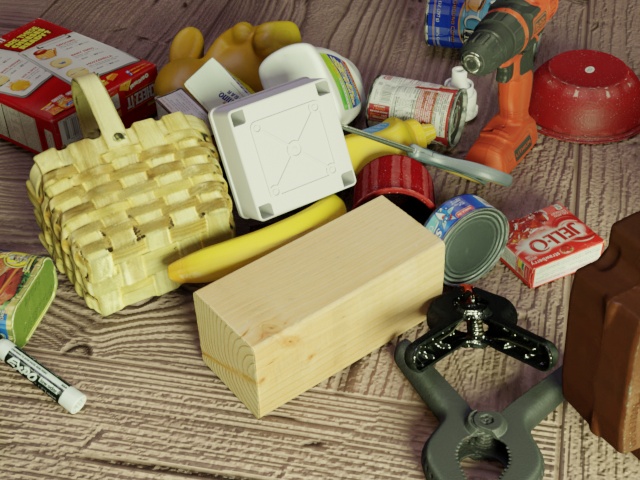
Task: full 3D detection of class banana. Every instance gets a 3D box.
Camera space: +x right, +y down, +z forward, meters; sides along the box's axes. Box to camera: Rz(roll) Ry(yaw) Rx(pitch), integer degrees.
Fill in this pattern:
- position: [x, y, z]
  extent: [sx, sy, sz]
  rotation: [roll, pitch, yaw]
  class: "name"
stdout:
- position: [-0.043, 0.000, 0.978]
  extent: [0.197, 0.037, 0.070]
  rotation: [-25, 15, -31]
  class: "banana"

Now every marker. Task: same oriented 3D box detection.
- position: [-0.254, 0.109, 0.923]
  extent: [0.121, 0.020, 0.020]
  rotation: [33, 48, 15]
  class: "marker"

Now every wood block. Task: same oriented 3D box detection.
- position: [0.003, 0.055, 0.940]
  extent: [0.205, 0.090, 0.091]
  rotation: [-28, 48, -26]
  class: "wood block"

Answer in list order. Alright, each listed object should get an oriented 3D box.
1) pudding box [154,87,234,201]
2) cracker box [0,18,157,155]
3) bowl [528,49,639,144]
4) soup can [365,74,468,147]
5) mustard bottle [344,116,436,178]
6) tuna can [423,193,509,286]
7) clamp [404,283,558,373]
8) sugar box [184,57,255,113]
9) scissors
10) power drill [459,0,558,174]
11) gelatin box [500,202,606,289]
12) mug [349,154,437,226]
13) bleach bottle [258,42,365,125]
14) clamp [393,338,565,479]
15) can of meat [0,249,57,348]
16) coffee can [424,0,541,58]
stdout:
- position: [-0.134, -0.099, 1.147]
  extent: [0.039, 0.090, 0.114]
  rotation: [-24, 43, -24]
  class: "pudding box"
- position: [-0.323, -0.180, 1.276]
  extent: [0.214, 0.072, 0.164]
  rotation: [24, 45, 30]
  class: "cracker box"
- position: [0.311, -0.178, 1.252]
  extent: [0.162, 0.055, 0.162]
  rotation: [-2, 39, 1]
  class: "bowl"
- position: [0.109, -0.148, 1.213]
  extent: [0.102, 0.068, 0.068]
  rotation: [13, 41, 19]
  class: "soup can"
- position: [0.041, -0.090, 1.136]
  extent: [0.191, 0.058, 0.096]
  rotation: [-21, 2, -23]
  class: "mustard bottle"
- position: [0.135, -0.001, 1.012]
  extent: [0.086, 0.086, 0.034]
  rotation: [-22, 41, -23]
  class: "tuna can"
- position: [0.141, 0.075, 0.908]
  extent: [0.120, 0.039, 0.171]
  rotation: [7, 19, 11]
  class: "clamp"
- position: [-0.078, -0.131, 1.111]
  extent: [0.048, 0.176, 0.093]
  rotation: [-42, 86, 2]
  class: "sugar box"
- position: [0.116, -0.083, 1.074]
  extent: [0.201, 0.016, 0.096]
  rotation: [15, 2, -45]
  class: "scissors"
- position: [0.194, -0.163, 1.133]
  extent: [0.057, 0.188, 0.184]
  rotation: [22, 43, 25]
  class: "power drill"
- position: [0.221, 0.004, 1.046]
  extent: [0.089, 0.030, 0.073]
  rotation: [-19, 42, -20]
  class: "gelatin box"
- position: [0.083, -0.027, 1.057]
  extent: [0.117, 0.093, 0.081]
  rotation: [26, 31, -14]
  class: "mug"
- position: [0.004, -0.174, 1.187]
  extent: [0.068, 0.102, 0.250]
  rotation: [-22, 8, 16]
  class: "bleach bottle"
- position: [0.142, 0.153, 0.857]
  extent: [0.164, 0.036, 0.210]
  rotation: [0, 35, 4]
  class: "clamp"
- position: [-0.303, 0.052, 0.993]
  extent: [0.084, 0.057, 0.102]
  rotation: [8, 40, 9]
  class: "can of meat"
- position: [0.212, -0.292, 1.361]
  extent: [0.140, 0.103, 0.102]
  rotation: [9, 40, 14]
  class: "coffee can"
